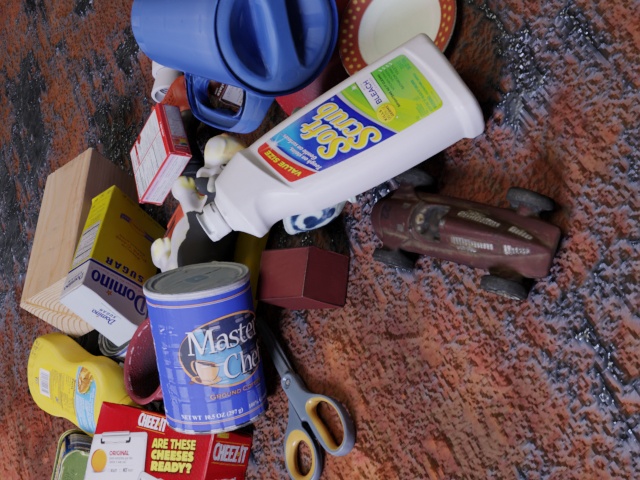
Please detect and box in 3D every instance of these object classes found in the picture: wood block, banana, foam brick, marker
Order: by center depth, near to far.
[{"bbox_3d":[-0.018,0.036,1.026,0.078,0.052,0.051,-6,72,50],"label":"foam brick"},{"bbox_3d":[-0.064,-0.007,1.111,0.070,0.037,0.198,28,99,59],"label":"banana"},{"bbox_3d":[-0.201,0.167,1.230,0.121,0.020,0.020,30,100,52],"label":"marker"},{"bbox_3d":[-0.289,0.001,1.305,0.090,0.090,0.206,-28,43,28],"label":"wood block"}]

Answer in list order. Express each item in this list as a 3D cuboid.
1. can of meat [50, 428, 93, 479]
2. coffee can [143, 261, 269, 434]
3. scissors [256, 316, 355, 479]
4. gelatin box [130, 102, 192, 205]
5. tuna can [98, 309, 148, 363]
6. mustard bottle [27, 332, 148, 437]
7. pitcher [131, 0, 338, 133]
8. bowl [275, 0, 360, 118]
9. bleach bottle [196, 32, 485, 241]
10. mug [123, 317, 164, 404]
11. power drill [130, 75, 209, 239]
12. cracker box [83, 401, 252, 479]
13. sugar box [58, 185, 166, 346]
[{"bbox_3d":[-0.278,0.277,1.225,0.084,0.057,0.102,-159,81,-76],"label":"can of meat"},{"bbox_3d":[-0.109,0.102,1.030,0.103,0.102,0.140,11,113,52],"label":"coffee can"},{"bbox_3d":[-0.032,0.158,1.027,0.202,0.016,0.096,37,105,51],"label":"scissors"},{"bbox_3d":[-0.175,-0.093,1.166,0.089,0.030,0.073,-52,44,41],"label":"gelatin box"},{"bbox_3d":[-0.220,0.103,1.254,0.086,0.033,0.086,-29,43,32],"label":"tuna can"},{"bbox_3d":[-0.263,0.177,1.236,0.192,0.058,0.096,18,111,39],"label":"mustard bottle"},{"bbox_3d":[-0.102,-0.211,1.081,0.149,0.145,0.243,-41,29,-18],"label":"pitcher"},{"bbox_3d":[-0.009,-0.196,1.104,0.162,0.055,0.162,-24,58,44],"label":"bowl"},{"bbox_3d":[0.009,-0.072,0.919,0.251,0.068,0.103,-33,65,1],"label":"bleach bottle"},{"bbox_3d":[-0.157,0.137,1.137,0.117,0.081,0.093,-28,55,42],"label":"mug"},{"bbox_3d":[-0.169,-0.070,1.235,0.185,0.057,0.188,-52,45,47],"label":"power drill"},{"bbox_3d":[-0.167,0.284,1.079,0.164,0.072,0.213,6,79,36],"label":"cracker box"},{"bbox_3d":[-0.233,0.026,1.219,0.048,0.093,0.176,-32,32,24],"label":"sugar box"}]
